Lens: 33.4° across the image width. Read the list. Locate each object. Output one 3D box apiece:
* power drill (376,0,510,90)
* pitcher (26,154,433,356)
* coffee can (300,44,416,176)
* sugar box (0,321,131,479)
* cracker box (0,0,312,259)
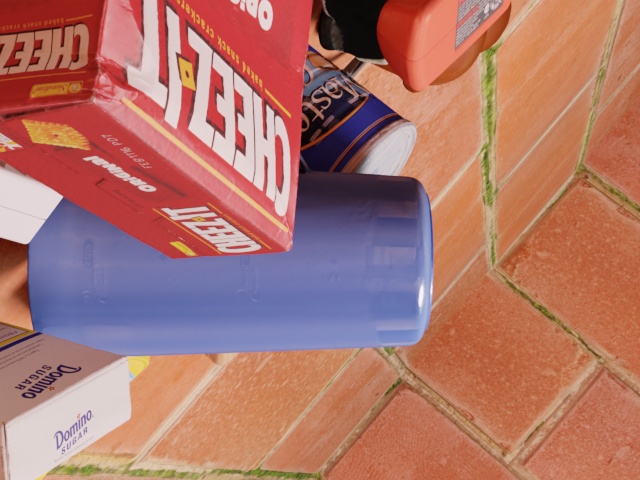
[{"bbox_3d":[-0.003,-0.152,0.577,0.184,0.188,0.057,-46,152,-28],"label":"power drill"},{"bbox_3d":[-0.054,0.001,0.673,0.149,0.243,0.145,92,-2,-54],"label":"pitcher"},{"bbox_3d":[-0.015,-0.085,0.778,0.102,0.140,0.103,-45,164,-17],"label":"coffee can"},{"bbox_3d":[-0.201,0.078,0.588,0.093,0.176,0.048,-28,126,-54],"label":"sugar box"},{"bbox_3d":[-0.061,-0.117,0.439,0.164,0.072,0.213,39,52,-61],"label":"cracker box"}]
